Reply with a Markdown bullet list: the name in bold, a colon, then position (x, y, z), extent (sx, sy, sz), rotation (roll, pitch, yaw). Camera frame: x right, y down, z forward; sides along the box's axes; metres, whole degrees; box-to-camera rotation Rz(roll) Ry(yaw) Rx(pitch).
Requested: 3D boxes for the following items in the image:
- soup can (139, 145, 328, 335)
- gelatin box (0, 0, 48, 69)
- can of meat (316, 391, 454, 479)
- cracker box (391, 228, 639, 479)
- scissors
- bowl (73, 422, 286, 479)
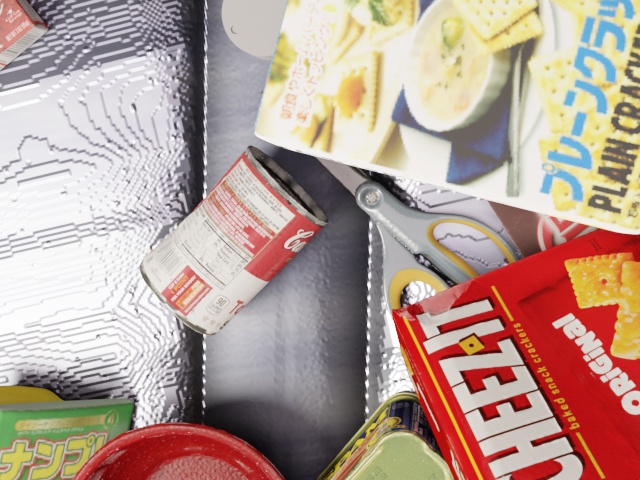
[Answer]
- **soup can**: position (-0.054, 0.001, 0.661), extent (0.068, 0.068, 0.102), rotation (45, 99, 1)
- **gelatin box**: position (-0.233, -0.138, 0.686), extent (0.089, 0.030, 0.073), rotation (-38, 90, 8)
- **can of meat**: position (0.038, 0.151, 0.656), extent (0.057, 0.084, 0.102), rotation (40, 98, 1)
- **cracker box**: position (0.166, 0.072, 0.578), extent (0.213, 0.164, 0.072), rotation (-21, 134, -2)
- **scissors**: position (0.030, -0.007, 0.677), extent (0.202, 0.016, 0.096), rotation (29, 98, 3)
- **bowl**: position (-0.084, 0.189, 0.688), extent (0.162, 0.055, 0.162), rotation (1, 96, 6)
